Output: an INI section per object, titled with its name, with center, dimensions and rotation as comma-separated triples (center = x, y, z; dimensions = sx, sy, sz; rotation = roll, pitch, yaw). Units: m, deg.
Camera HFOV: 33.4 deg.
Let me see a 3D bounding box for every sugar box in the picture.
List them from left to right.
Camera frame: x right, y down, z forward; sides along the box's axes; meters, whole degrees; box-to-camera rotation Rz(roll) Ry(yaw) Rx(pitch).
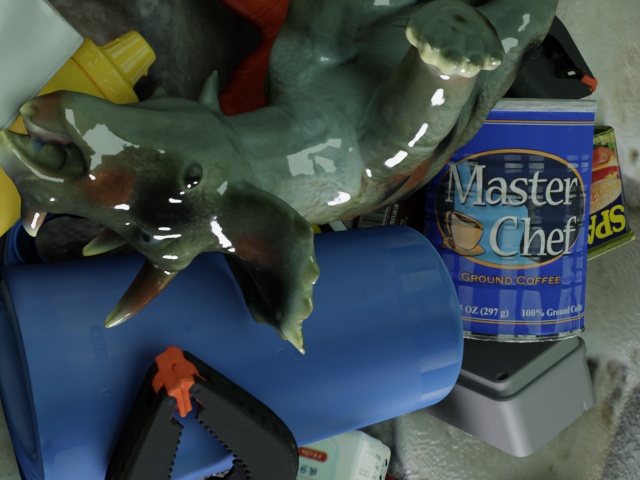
[sugar box]
center = -0.177, -0.071, 0.470
dimensions = 0.048, 0.176, 0.093
rotation = 45, 74, -29

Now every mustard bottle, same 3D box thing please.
[mustard bottle]
center = -0.158, -0.035, 0.515
dimensions = 0.191, 0.096, 0.058
rotation = -41, 113, -6

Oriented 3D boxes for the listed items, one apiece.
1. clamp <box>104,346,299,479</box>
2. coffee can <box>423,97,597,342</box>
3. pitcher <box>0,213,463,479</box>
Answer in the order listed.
[clamp]
center = -0.042, 0.139, 0.524
dimensions = 0.164, 0.036, 0.210
rotation = -12, 123, -18
[coffee can]
center = 0.114, -0.017, 0.657
dimensions = 0.102, 0.103, 0.140
rotation = -4, 99, -32
[pitcher]
center = -0.052, 0.050, 0.580
dimensions = 0.242, 0.145, 0.149
rotation = -10, 125, -23
